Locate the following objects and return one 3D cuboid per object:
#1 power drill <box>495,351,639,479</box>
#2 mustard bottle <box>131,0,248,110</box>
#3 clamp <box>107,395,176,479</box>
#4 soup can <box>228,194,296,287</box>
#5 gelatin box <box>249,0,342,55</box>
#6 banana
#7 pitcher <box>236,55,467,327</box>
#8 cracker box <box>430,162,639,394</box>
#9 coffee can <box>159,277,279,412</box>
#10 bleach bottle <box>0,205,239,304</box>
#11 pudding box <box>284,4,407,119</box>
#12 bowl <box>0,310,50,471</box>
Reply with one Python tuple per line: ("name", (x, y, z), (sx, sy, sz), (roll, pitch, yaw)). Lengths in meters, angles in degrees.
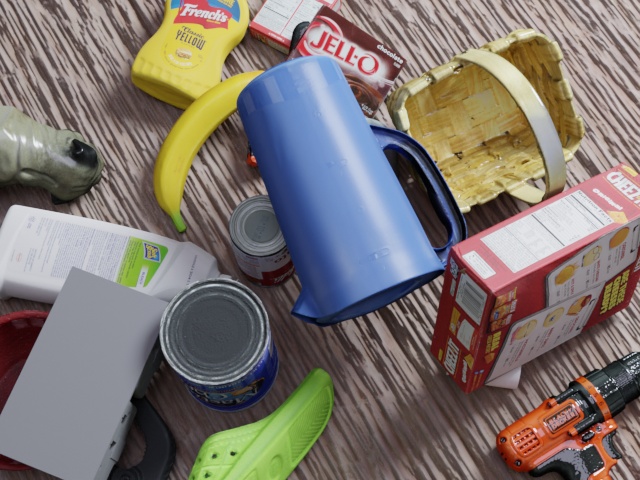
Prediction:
("power drill", (0.292, 0.220, 1.039), (0.184, 0.057, 0.188), (-31, 70, -5))
("mustard bottle", (-0.135, -0.245, 1.213), (0.096, 0.058, 0.191), (23, 72, 0))
("clamp", (-0.199, 0.245, 1.055), (0.164, 0.036, 0.210), (-11, 74, -3))
("soup can", (-0.057, 0.001, 1.101), (0.068, 0.102, 0.068), (-1, 70, 1))
("gelatin box", (-0.028, -0.259, 1.229), (0.073, 0.030, 0.089), (29, 78, 11))
("banana", (-0.130, -0.109, 1.159), (0.069, 0.037, 0.198), (29, 94, -5))
("pitcher", (0.021, -0.052, 1.017), (0.145, 0.149, 0.243), (-30, 78, 34))
("cracker box", (0.214, 0.036, 1.022), (0.213, 0.164, 0.072), (-25, 54, -22))
("coffee can", (-0.096, 0.106, 1.046), (0.103, 0.140, 0.103), (-1, 71, 1))
("bleach bottle", (-0.212, 0.036, 1.117), (0.251, 0.068, 0.102), (12, 72, 4))
("pudding box", (0.023, -0.186, 1.155), (0.113, 0.039, 0.090), (33, 76, -9))
("bowl", (-0.293, 0.155, 1.080), (0.162, 0.055, 0.162), (-1, 71, 1))
